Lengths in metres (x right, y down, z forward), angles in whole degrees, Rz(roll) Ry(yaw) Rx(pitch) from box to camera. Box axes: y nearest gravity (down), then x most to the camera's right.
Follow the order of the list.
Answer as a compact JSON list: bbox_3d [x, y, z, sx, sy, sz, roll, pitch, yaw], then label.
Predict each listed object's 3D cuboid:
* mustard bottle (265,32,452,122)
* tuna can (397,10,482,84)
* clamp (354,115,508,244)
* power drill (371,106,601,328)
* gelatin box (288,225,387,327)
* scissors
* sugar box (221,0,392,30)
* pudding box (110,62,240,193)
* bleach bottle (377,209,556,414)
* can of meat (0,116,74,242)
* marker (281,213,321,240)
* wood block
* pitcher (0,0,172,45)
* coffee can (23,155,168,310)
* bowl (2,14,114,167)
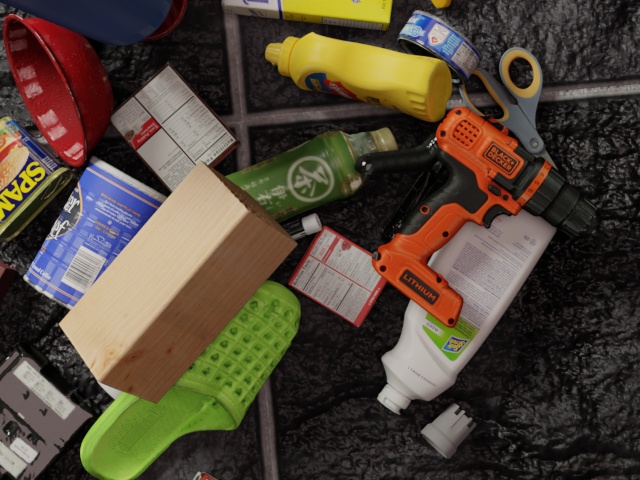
[{"bbox_3d":[0.032,-0.171,1.080,0.192,0.096,0.058,17,88,19],"label":"mustard bottle"},{"bbox_3d":[0.122,-0.196,1.093,0.086,0.086,0.034,35,89,-1],"label":"tuna can"},{"bbox_3d":[0.112,-0.081,1.088,0.171,0.120,0.039,-40,51,-4],"label":"clamp"},{"bbox_3d":[0.154,-0.010,1.042,0.184,0.057,0.187,37,92,2],"label":"power drill"},{"bbox_3d":[0.021,0.037,1.114,0.089,0.030,0.073,31,89,1],"label":"gelatin box"},{"bbox_3d":[0.234,-0.121,1.128,0.202,0.016,0.096,43,93,0],"label":"scissors"},{"bbox_3d":[-0.011,-0.276,1.111,0.176,0.048,0.093,6,89,-3],"label":"sugar box"},{"bbox_3d":[-0.152,-0.114,1.109,0.090,0.039,0.113,-42,92,-2],"label":"pudding box"},{"bbox_3d":[0.134,0.064,1.102,0.102,0.068,0.251,34,91,0],"label":"bleach bottle"},{"bbox_3d":[-0.320,-0.064,1.094,0.084,0.057,0.102,44,88,2],"label":"can of meat"},{"bbox_3d":[-0.057,0.001,1.107,0.121,0.020,0.020,-21,90,11],"label":"marker"},{"bbox_3d":[-0.133,0.041,1.004,0.206,0.090,0.091,-49,53,5],"label":"wood block"},{"bbox_3d":[-0.227,-0.251,0.918,0.145,0.242,0.149,-22,82,12],"label":"pitcher"},{"bbox_3d":[-0.218,0.000,1.072,0.103,0.103,0.140,29,88,-1],"label":"coffee can"},{"bbox_3d":[-0.252,-0.156,1.061,0.055,0.162,0.162,-29,90,-25],"label":"bowl"}]
